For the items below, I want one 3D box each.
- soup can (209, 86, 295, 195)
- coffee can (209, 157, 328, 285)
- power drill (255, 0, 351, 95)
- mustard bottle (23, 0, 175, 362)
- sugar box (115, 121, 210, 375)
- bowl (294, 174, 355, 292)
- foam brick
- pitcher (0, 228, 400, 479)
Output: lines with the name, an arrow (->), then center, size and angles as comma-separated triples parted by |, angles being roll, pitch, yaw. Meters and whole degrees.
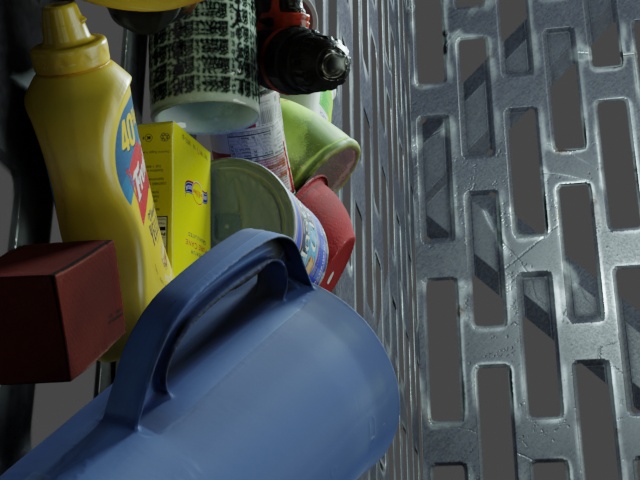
soup can -> -0.062, -0.084, 0.934 | 0.068, 0.068, 0.102 | -69, 153, -67
coffee can -> -0.055, 0.001, 0.836 | 0.140, 0.103, 0.103 | 42, 45, -76
power drill -> -0.021, -0.205, 0.807 | 0.185, 0.057, 0.188 | -156, -110, -63
mustard bottle -> -0.123, -0.036, 0.592 | 0.096, 0.058, 0.191 | -96, 177, -67
sugar box -> -0.104, 0.016, 0.721 | 0.093, 0.048, 0.176 | 38, 48, -77
bowl -> -0.014, 0.022, 0.983 | 0.162, 0.055, 0.162 | -57, 169, -19
foam brick -> -0.134, 0.034, 0.523 | 0.078, 0.051, 0.053 | -52, 138, -75
pitcher -> -0.067, 0.108, 0.520 | 0.149, 0.145, 0.242 | 52, 33, 2
